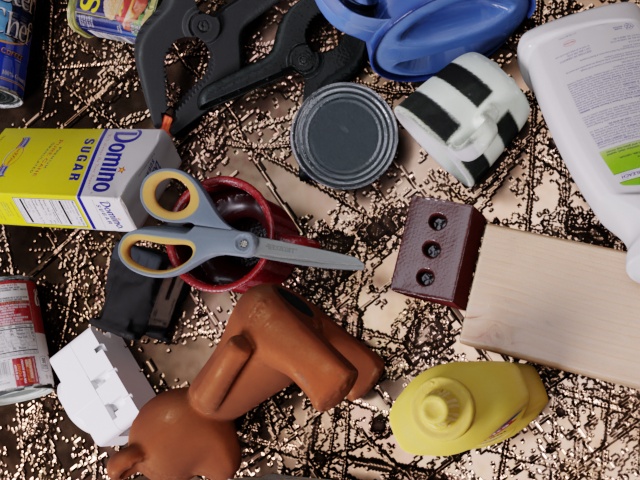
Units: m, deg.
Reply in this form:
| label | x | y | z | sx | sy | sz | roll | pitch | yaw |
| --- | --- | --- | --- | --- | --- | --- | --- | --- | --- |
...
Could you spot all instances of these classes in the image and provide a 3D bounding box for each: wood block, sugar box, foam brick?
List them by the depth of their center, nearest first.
| label | x | y | z | sx | sy | sz | roll | pitch | yaw |
| --- | --- | --- | --- | --- | --- | --- | --- | --- | --- |
| wood block | 0.216 | 0.057 | 0.763 | 0.206 | 0.090 | 0.091 | 12 | 86 | 21 |
| foam brick | 0.092 | 0.010 | 0.833 | 0.053 | 0.051 | 0.078 | 11 | 86 | 20 |
| sugar box | -0.219 | -0.055 | 0.924 | 0.176 | 0.048 | 0.093 | 1 | 44 | 26 |

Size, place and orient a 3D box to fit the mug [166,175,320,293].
| label | x | y | z | sx | sy | sz | roll | pitch | yaw |
| --- | --- | --- | --- | --- | --- | --- | --- | --- | --- |
| mug | -0.056 | 0.001 | 0.869 | 0.117 | 0.081 | 0.093 | 3 | 83 | 20 |

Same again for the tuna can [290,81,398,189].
| label | x | y | z | sx | sy | sz | roll | pitch | yaw |
| --- | --- | --- | --- | --- | --- | --- | --- | --- | --- |
| tuna can | 0.018 | -0.084 | 0.865 | 0.086 | 0.034 | 0.086 | 0 | 93 | -5 |

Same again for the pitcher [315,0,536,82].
| label | x | y | z | sx | sy | sz | roll | pitch | yaw |
| --- | --- | --- | --- | --- | --- | --- | --- | --- | --- |
| pitcher | 0.059 | -0.258 | 0.840 | 0.145 | 0.149 | 0.243 | -23 | 72 | 14 |

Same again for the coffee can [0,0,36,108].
| label | x | y | z | sx | sy | sz | roll | pitch | yaw |
| --- | --- | --- | --- | --- | --- | --- | --- | --- | --- |
| coffee can | -0.315 | -0.202 | 0.979 | 0.103 | 0.102 | 0.140 | 4 | 83 | 19 |

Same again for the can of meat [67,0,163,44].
| label | x | y | z | sx | sy | sz | roll | pitch | yaw |
| --- | --- | --- | --- | --- | --- | --- | --- | --- | --- |
| can of meat | -0.168 | -0.227 | 0.957 | 0.084 | 0.057 | 0.102 | 14 | 87 | 17 |

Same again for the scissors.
| label | x | y | z | sx | sy | sz | roll | pitch | yaw |
| --- | --- | --- | --- | --- | --- | --- | --- | --- | --- |
| scissors | -0.064 | -0.015 | 0.821 | 0.202 | 0.016 | 0.096 | -6 | 80 | 18 |

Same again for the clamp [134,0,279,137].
| label | x | y | z | sx | sy | sz | roll | pitch | yaw |
| --- | --- | --- | --- | --- | --- | --- | --- | --- | --- |
| clamp | -0.091 | -0.187 | 0.915 | 0.164 | 0.036 | 0.210 | 12 | 102 | -15 |

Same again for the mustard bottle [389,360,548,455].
| label | x | y | z | sx | sy | sz | roll | pitch | yaw |
| --- | --- | --- | --- | --- | --- | --- | --- | --- | --- |
| mustard bottle | 0.099 | 0.116 | 0.740 | 0.096 | 0.191 | 0.058 | -23 | 75 | 14 |

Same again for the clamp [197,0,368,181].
| label | x | y | z | sx | sy | sz | roll | pitch | yaw |
| --- | --- | --- | --- | --- | --- | --- | --- | --- | --- |
| clamp | -0.023 | -0.149 | 0.899 | 0.120 | 0.039 | 0.171 | 27 | 88 | 0 |

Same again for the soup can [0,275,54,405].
| label | x | y | z | sx | sy | sz | roll | pitch | yaw |
| --- | --- | --- | --- | --- | --- | --- | --- | --- | --- |
| soup can | -0.276 | 0.089 | 0.940 | 0.069 | 0.068 | 0.102 | -18 | 77 | 16 |

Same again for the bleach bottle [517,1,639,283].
| label | x | y | z | sx | sy | sz | roll | pitch | yaw |
| --- | --- | --- | --- | --- | --- | --- | --- | --- | --- |
| bleach bottle | 0.214 | -0.055 | 0.740 | 0.103 | 0.068 | 0.251 | -17 | 51 | 11 |
